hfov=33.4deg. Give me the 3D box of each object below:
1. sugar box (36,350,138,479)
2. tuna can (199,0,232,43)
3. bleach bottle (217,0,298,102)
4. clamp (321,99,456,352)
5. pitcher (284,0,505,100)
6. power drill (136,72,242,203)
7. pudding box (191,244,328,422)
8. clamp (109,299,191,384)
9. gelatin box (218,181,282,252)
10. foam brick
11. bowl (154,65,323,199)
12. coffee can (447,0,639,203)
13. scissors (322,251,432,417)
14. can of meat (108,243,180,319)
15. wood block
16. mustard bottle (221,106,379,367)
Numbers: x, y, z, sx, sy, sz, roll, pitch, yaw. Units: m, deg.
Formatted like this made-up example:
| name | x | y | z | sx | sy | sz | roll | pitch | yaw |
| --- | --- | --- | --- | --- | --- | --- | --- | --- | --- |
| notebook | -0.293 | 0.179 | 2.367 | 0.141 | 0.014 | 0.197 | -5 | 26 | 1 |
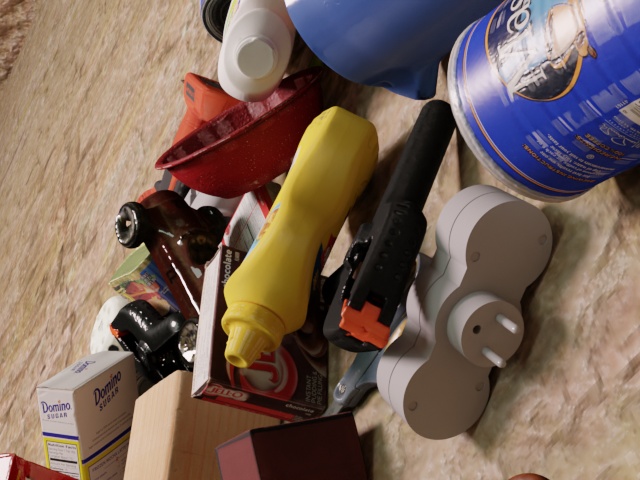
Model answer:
| name | x | y | z | sx | sy | sz | roll | pitch | yaw |
| --- | --- | --- | --- | --- | --- | --- | --- | --- | --- |
| sugar box | -0.191 | 0.191 | 0.914 | 0.093 | 0.048 | 0.176 | -32 | -62 | -64 |
| tuna can | -0.077 | -0.232 | 1.053 | 0.086 | 0.086 | 0.034 | -48 | 35 | 41 |
| bleach bottle | -0.049 | -0.177 | 0.900 | 0.251 | 0.068 | 0.103 | -97 | 26 | -73 |
| clamp | 0.031 | 0.016 | 0.651 | 0.165 | 0.036 | 0.209 | -62 | 4 | 29 |
| pitcher | 0.086 | -0.206 | 0.638 | 0.243 | 0.149 | 0.145 | -27 | 38 | 53 |
| power drill | -0.136 | -0.070 | 1.097 | 0.188 | 0.057 | 0.184 | -66 | 25 | 13 |
| pudding box | -0.042 | 0.068 | 0.768 | 0.039 | 0.090 | 0.113 | -45 | 35 | 45 |
| clamp | -0.133 | 0.106 | 0.923 | 0.172 | 0.039 | 0.120 | 12 | 116 | 60 |
| gelatin box | -0.056 | 0.001 | 0.917 | 0.089 | 0.030 | 0.073 | -61 | 28 | 23 |
| foam brick | -0.018 | 0.143 | 0.669 | 0.053 | 0.078 | 0.051 | -37 | 63 | 52 |
| bowl | -0.056 | -0.081 | 0.888 | 0.162 | 0.055 | 0.162 | -29 | 15 | 8 |
| coffee can | 0.139 | -0.088 | 0.481 | 0.141 | 0.102 | 0.103 | -33 | 45 | 54 |
| scissors | 0.027 | 0.102 | 0.688 | 0.202 | 0.016 | 0.096 | -64 | 24 | 16 |
| can of meat | -0.139 | 0.043 | 0.976 | 0.057 | 0.084 | 0.102 | -53 | 16 | -26 |
| wood block | -0.093 | 0.212 | 0.776 | 0.090 | 0.090 | 0.206 | -37 | 41 | 51 |
| mustard bottle | -0.019 | 0.004 | 0.729 | 0.191 | 0.058 | 0.096 | -64 | 1 | -33 |
